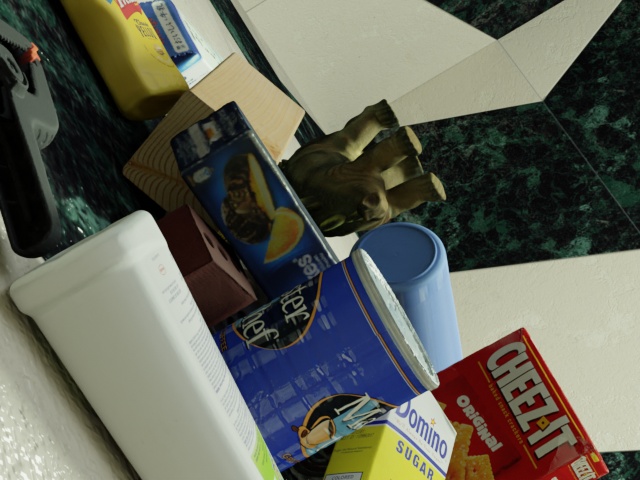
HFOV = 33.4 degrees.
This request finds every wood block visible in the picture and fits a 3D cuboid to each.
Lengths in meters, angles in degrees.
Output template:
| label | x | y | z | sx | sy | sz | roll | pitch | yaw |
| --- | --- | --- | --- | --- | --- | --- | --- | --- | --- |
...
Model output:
| label | x | y | z | sx | sy | sz | roll | pitch | yaw |
| --- | --- | --- | --- | --- | --- | --- | --- | --- | --- |
| wood block | -0.084 | -0.086 | 0.912 | 0.091 | 0.090 | 0.206 | 40 | 17 | -8 |

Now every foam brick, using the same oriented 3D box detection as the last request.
| label | x | y | z | sx | sy | sz | roll | pitch | yaw |
| --- | --- | --- | --- | --- | --- | --- | --- | --- | --- |
| foam brick | -0.090 | 0.021 | 0.751 | 0.053 | 0.051 | 0.078 | 63 | 7 | 31 |

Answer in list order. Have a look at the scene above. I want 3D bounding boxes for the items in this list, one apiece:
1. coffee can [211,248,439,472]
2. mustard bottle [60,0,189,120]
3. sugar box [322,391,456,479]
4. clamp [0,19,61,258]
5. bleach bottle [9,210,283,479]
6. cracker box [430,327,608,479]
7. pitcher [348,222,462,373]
| label | x | y | z | sx | sy | sz | roll | pitch | yaw |
| --- | --- | --- | --- | --- | --- | --- | --- | --- | --- |
| coffee can | -0.008 | 0.083 | 0.696 | 0.103 | 0.140 | 0.103 | 59 | 6 | -11 |
| mustard bottle | -0.189 | -0.201 | 0.947 | 0.191 | 0.058 | 0.096 | 60 | 17 | 4 |
| sugar box | 0.045 | 0.179 | 0.760 | 0.093 | 0.048 | 0.176 | 56 | 40 | -30 |
| clamp | -0.186 | -0.092 | 0.570 | 0.164 | 0.036 | 0.210 | 58 | 4 | -23 |
| bleach bottle | -0.059 | 0.110 | 0.545 | 0.251 | 0.068 | 0.102 | 61 | 6 | -7 |
| cracker box | 0.159 | 0.211 | 1.105 | 0.072 | 0.214 | 0.164 | 52 | 10 | -49 |
| pitcher | 0.089 | 0.094 | 1.243 | 0.145 | 0.149 | 0.243 | -103 | -179 | -45 |
